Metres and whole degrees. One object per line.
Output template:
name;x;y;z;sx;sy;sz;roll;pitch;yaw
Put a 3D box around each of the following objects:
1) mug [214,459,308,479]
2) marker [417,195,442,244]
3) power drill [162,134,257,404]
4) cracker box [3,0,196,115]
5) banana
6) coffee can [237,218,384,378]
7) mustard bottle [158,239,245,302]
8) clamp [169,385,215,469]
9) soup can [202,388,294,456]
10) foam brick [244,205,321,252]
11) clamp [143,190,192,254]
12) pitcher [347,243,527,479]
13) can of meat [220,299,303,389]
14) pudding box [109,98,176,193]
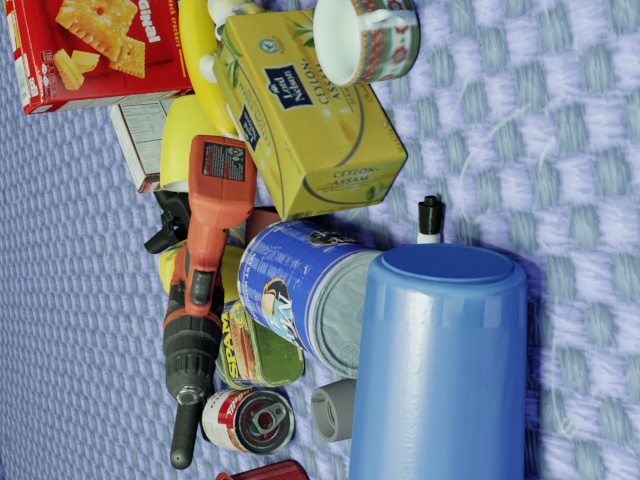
mug;-0.059;0.286;1.121;0.093;0.081;0.117;55;144;39
marker;0.083;0.024;0.822;0.020;0.020;0.121;32;127;56
power drill;-0.098;0.020;0.904;0.184;0.057;0.188;-96;19;-50
cracker box;-0.200;-0.221;1.068;0.072;0.213;0.164;-6;95;61
banana;-0.103;-0.187;1.036;0.037;0.069;0.198;-13;82;55
coffee can;0.006;0.044;0.887;0.140;0.102;0.103;24;120;59
mustard bottle;-0.121;0.028;1.123;0.192;0.096;0.058;-163;68;-79
clamp;-0.142;0.155;1.247;0.164;0.036;0.210;45;-135;-80
soup can;-0.079;0.193;1.142;0.102;0.068;0.068;-13;88;64
foam brick;-0.035;0.009;0.981;0.051;0.052;0.078;10;101;36
clamp;-0.175;-0.034;1.279;0.172;0.039;0.120;11;114;55
pitcher;0.082;0.127;0.759;0.149;0.144;0.243;18;112;46
can of meat;-0.062;0.100;1.090;0.084;0.057;0.102;-13;88;61
pudding box;-0.177;-0.112;1.197;0.113;0.089;0.039;66;150;24
